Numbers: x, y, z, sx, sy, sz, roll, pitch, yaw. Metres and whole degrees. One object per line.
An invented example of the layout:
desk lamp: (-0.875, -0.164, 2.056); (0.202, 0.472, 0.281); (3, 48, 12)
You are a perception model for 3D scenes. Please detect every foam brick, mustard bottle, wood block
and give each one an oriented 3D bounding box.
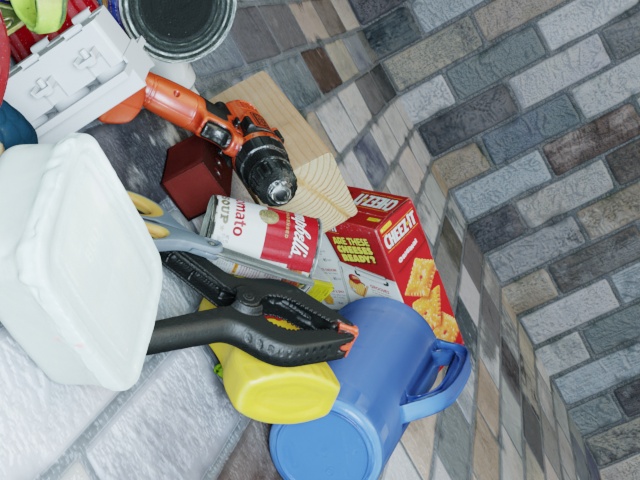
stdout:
foam brick: (-0.124, -0.067, 1.080); (0.053, 0.051, 0.078); (55, 17, -29)
mustard bottle: (-0.059, 0.083, 0.964); (0.096, 0.058, 0.192); (6, 30, -29)
wood block: (-0.050, -0.092, 1.173); (0.206, 0.090, 0.090); (55, -7, 51)

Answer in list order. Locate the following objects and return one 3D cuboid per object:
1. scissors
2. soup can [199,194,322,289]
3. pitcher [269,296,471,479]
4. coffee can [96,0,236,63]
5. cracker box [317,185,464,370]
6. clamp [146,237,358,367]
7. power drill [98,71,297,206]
scissors: (-0.106, -0.005, 0.912); (0.201, 0.016, 0.096); (13, 25, -29)
soup can: (-0.056, 0.001, 0.975); (0.102, 0.069, 0.068); (13, 33, -12)
pitcher: (0.045, 0.155, 1.059); (0.145, 0.149, 0.242); (39, 23, 2)
coffee can: (-0.146, -0.219, 0.947); (0.102, 0.102, 0.140); (54, -8, -29)
cracker box: (0.058, 0.040, 1.220); (0.072, 0.164, 0.213); (-42, 126, -30)
clamp: (-0.070, 0.064, 0.880); (0.210, 0.036, 0.164); (20, 33, -9)
power drill: (-0.116, -0.106, 0.987); (0.187, 0.057, 0.184); (25, 16, -29)
